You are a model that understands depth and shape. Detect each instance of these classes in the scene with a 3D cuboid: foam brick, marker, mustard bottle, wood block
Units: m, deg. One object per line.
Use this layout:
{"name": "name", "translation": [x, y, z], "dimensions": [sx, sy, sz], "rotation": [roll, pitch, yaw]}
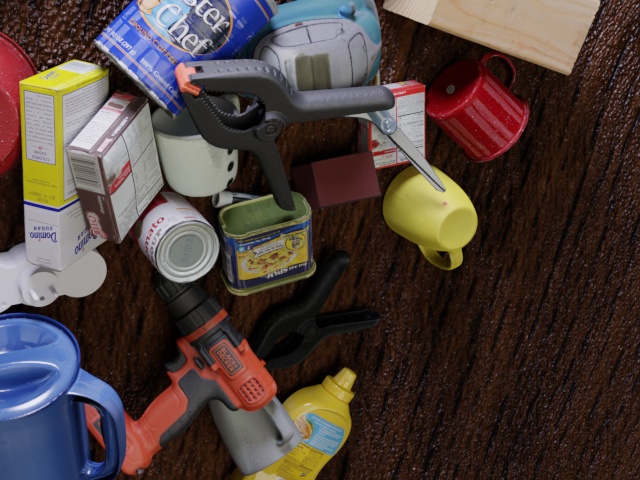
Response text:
{"name": "foam brick", "translation": [0.017, -0.063, 1.150], "dimensions": [0.078, 0.053, 0.051], "rotation": [-13, 94, -24]}
{"name": "marker", "translation": [-0.060, -0.038, 1.149], "dimensions": [0.120, 0.020, 0.020], "rotation": [6, 110, -33]}
{"name": "mustard bottle", "translation": [-0.019, 0.235, 1.287], "dimensions": [0.096, 0.058, 0.192], "rotation": [33, 95, -31]}
{"name": "wood block", "translation": [0.184, -0.253, 1.138], "dimensions": [0.205, 0.091, 0.090], "rotation": [11, 107, -34]}

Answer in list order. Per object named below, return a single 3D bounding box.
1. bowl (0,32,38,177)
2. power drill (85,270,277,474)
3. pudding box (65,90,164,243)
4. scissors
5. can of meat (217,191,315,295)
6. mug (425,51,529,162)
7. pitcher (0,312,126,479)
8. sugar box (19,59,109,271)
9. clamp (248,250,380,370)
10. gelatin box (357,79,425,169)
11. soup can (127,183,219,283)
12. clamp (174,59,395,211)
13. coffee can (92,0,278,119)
{"name": "bowl", "translation": [-0.317, -0.109, 0.939], "dimensions": [0.161, 0.055, 0.162], "rotation": [-13, 119, -24]}
{"name": "power drill", "translation": [-0.167, 0.141, 1.128], "dimensions": [0.187, 0.057, 0.184], "rotation": [-37, 94, 2]}
{"name": "pudding box", "translation": [-0.188, -0.067, 0.992], "dimensions": [0.113, 0.039, 0.090], "rotation": [89, 23, -47]}
{"name": "scissors", "translation": [0.050, -0.120, 1.130], "dimensions": [0.096, 0.016, 0.202], "rotation": [-27, 102, -2]}
{"name": "can of meat", "translation": [-0.058, 0.001, 1.131], "dimensions": [0.102, 0.057, 0.084], "rotation": [-16, 134, -15]}
{"name": "mug", "translation": [0.177, -0.157, 1.187], "dimensions": [0.081, 0.093, 0.117], "rotation": [37, 82, -33]}
{"name": "pitcher", "translation": [-0.278, 0.201, 1.048], "dimensions": [0.144, 0.149, 0.243], "rotation": [-23, 136, -25]}
{"name": "sugar box", "translation": [-0.235, -0.070, 0.987], "dimensions": [0.093, 0.048, 0.176], "rotation": [-46, 147, -60]}
{"name": "clamp", "translation": [-0.009, 0.099, 1.237], "dimensions": [0.171, 0.039, 0.120], "rotation": [-39, 123, 0]}
{"name": "gelatin box", "translation": [0.078, -0.127, 1.177], "dimensions": [0.073, 0.030, 0.089], "rotation": [-14, 117, -24]}
{"name": "soup can", "translation": [-0.150, -0.008, 1.059], "dimensions": [0.068, 0.102, 0.068], "rotation": [-13, 120, -24]}
{"name": "clamp", "translation": [-0.052, -0.105, 0.992], "dimensions": [0.209, 0.036, 0.165], "rotation": [15, 127, -36]}
{"name": "coffee can", "translation": [-0.123, -0.196, 0.978], "dimensions": [0.140, 0.103, 0.102], "rotation": [-46, 128, -2]}
